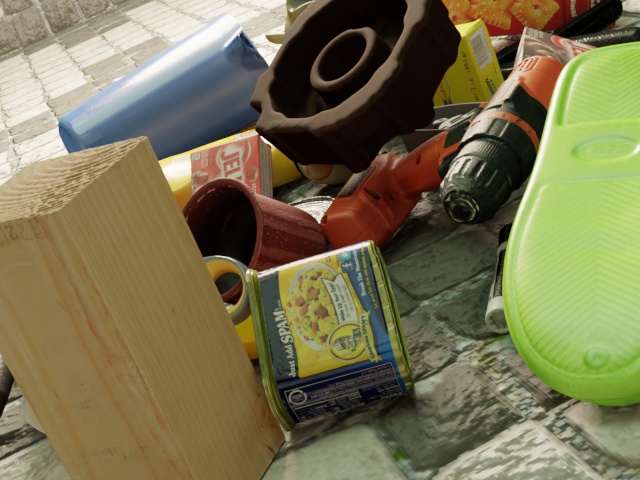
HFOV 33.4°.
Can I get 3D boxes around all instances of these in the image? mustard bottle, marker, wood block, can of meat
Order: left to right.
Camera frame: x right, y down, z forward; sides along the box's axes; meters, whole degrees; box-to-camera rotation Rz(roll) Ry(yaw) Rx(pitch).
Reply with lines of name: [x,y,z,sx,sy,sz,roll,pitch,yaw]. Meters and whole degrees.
wood block: [-0.110,0.059,0.597,0.090,0.206,0.090,-9,26,29]
mustard bottle: [-0.074,-0.076,1.060,0.192,0.058,0.096,-19,24,9]
can of meat: [0.006,0.056,0.654,0.084,0.057,0.102,-17,55,7]
marker: [0.124,0.022,0.709,0.020,0.020,0.121,-14,24,20]

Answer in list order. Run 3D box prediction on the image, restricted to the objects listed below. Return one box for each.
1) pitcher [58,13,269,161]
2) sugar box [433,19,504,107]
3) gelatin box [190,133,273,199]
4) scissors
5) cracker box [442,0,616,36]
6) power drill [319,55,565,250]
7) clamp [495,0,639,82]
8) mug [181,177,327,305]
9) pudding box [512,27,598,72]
pitcher: [-0.179,-0.149,1.257,0.242,0.149,0.145,-33,39,-16]
sugar box: [0.090,-0.153,1.037,0.177,0.093,0.048,-3,28,40]
gelatin box: [-0.082,-0.048,0.982,0.073,0.030,0.089,-13,63,20]
scissors: [-0.098,0.008,0.757,0.096,0.016,0.202,-36,50,20]
cracker box: [0.188,-0.265,1.155,0.213,0.072,0.164,-5,22,-9]
power drill: [0.086,-0.044,0.771,0.188,0.057,0.184,-28,15,44]
clamp: [0.235,-0.193,1.061,0.172,0.039,0.120,-15,22,19]
mug: [-0.055,0.001,0.789,0.093,0.081,0.117,-54,50,17]
pudding box: [0.211,-0.140,0.915,0.090,0.039,0.113,16,32,4]
